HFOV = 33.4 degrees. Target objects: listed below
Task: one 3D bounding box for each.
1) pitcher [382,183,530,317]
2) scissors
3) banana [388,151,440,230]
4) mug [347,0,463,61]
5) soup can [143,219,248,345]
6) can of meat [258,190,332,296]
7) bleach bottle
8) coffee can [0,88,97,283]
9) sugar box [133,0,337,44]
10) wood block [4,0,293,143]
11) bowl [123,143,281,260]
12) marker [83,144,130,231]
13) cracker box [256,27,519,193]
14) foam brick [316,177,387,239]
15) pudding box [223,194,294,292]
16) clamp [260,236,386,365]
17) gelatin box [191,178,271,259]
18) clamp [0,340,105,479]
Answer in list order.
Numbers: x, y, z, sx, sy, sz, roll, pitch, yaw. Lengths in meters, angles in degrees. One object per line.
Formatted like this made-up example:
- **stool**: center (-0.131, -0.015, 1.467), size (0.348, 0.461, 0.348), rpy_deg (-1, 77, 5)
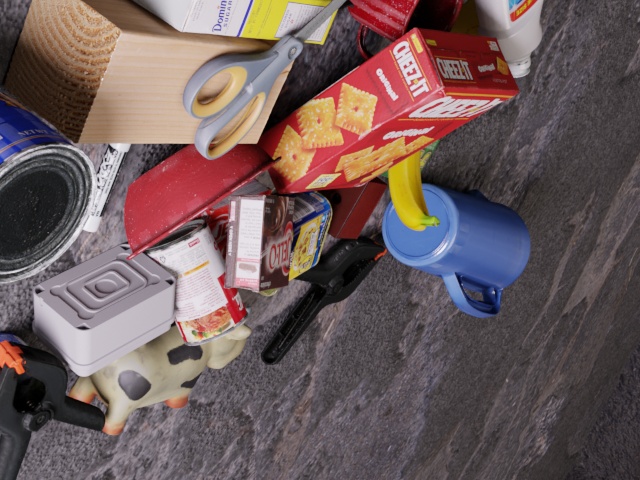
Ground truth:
- **pitcher**: center (0.184, 0.005, 1.440), size (0.145, 0.149, 0.242), rpy_deg (-57, 150, 11)
- **scissors**: center (-0.037, -0.150, 0.821), size (0.202, 0.016, 0.096), rpy_deg (-53, 153, 2)
- **banana**: center (0.106, -0.085, 1.218), size (0.037, 0.198, 0.070), rpy_deg (22, 140, -37)
- **mug**: center (0.076, -0.227, 1.049), size (0.093, 0.082, 0.117), rpy_deg (-5, 126, -57)
- **soup can**: center (-0.119, 0.039, 1.014), size (0.068, 0.069, 0.102), rpy_deg (-33, 107, -36)
- **can of meat**: center (-0.037, -0.002, 1.159), size (0.083, 0.057, 0.102), rpy_deg (-30, 146, -48)
- **bleach bottle**: center (0.200, -0.291, 1.111), size (0.102, 0.068, 0.251), rpy_deg (-35, 130, -28)
- **coffee can**: center (-0.229, -0.052, 0.693), size (0.102, 0.140, 0.103), rpy_deg (-39, 150, -28)
- **sugar box**: center (-0.073, -0.195, 0.833), size (0.175, 0.093, 0.048), rpy_deg (-7, 127, -56)
- **wood block**: center (-0.125, -0.134, 0.825), size (0.205, 0.090, 0.091), rpy_deg (-8, 129, -56)
- **bowl**: center (-0.115, -0.049, 0.932), size (0.162, 0.055, 0.162), rpy_deg (-33, -174, 3)
- **marker**: center (-0.177, -0.063, 0.902), size (0.020, 0.020, 0.121), rpy_deg (-6, 127, -56)
- **cracker box**: center (0.067, -0.123, 1.060), size (0.214, 0.072, 0.163), rpy_deg (-29, 169, 35)
- **foam brick**: center (0.029, -0.047, 1.221), size (0.051, 0.053, 0.078), rpy_deg (4, 118, -60)
- **pudding box**: center (-0.057, 0.001, 1.020), size (0.113, 0.039, 0.090), rpy_deg (-3, 96, -75)
- **clamp**: center (0.003, 0.060, 1.321), size (0.209, 0.036, 0.165), rpy_deg (-27, 143, -43)
- **gelatin box**: center (-0.095, -0.017, 1.078), size (0.089, 0.030, 0.073), rpy_deg (-23, 140, -47)
- **clamp**: center (-0.245, 0.145, 0.938), size (0.120, 0.039, 0.171), rpy_deg (-34, 148, -37)
